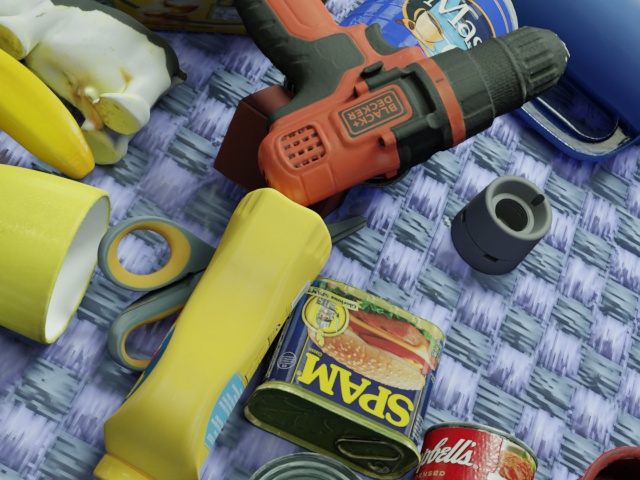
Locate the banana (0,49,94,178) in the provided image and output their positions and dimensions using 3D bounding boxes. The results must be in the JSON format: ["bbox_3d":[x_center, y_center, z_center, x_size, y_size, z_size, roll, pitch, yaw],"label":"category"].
[{"bbox_3d":[-0.219,-0.097,0.614,0.198,0.070,0.037,21,48,-2],"label":"banana"}]

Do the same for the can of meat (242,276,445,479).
[{"bbox_3d":[0.017,0.079,0.625,0.102,0.058,0.084,25,54,-6],"label":"can of meat"}]

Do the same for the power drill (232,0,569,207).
[{"bbox_3d":[0.025,-0.127,0.617,0.184,0.057,0.188,-24,68,-6],"label":"power drill"}]

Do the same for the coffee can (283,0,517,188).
[{"bbox_3d":[0.056,-0.117,0.720,0.103,0.103,0.140,40,56,4],"label":"coffee can"}]

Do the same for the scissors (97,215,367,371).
[{"bbox_3d":[-0.054,0.001,0.643,0.201,0.016,0.096,-39,113,-32],"label":"scissors"}]

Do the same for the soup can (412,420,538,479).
[{"bbox_3d":[0.078,0.162,0.595,0.068,0.069,0.102,25,57,-7],"label":"soup can"}]

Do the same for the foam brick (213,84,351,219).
[{"bbox_3d":[-0.018,-0.054,0.672,0.078,0.053,0.051,34,31,9],"label":"foam brick"}]

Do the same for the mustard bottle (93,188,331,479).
[{"bbox_3d":[-0.063,0.069,0.569,0.058,0.096,0.191,30,73,1],"label":"mustard bottle"}]
